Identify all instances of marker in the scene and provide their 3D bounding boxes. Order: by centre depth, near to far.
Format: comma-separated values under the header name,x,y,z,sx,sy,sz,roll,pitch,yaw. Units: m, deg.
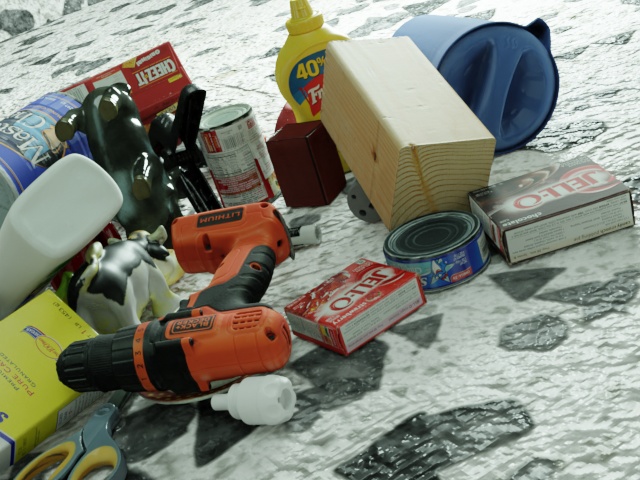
name,x,y,z,sx,sy,sz,roll,pitch,yaw
marker,-0.057,0.001,1.034,0.121,0.020,0.020,-8,25,23

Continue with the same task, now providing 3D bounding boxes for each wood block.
name,x,y,z,sx,sy,sz,roll,pitch,yaw
wood block,0.074,-0.103,0.988,0.090,0.091,0.206,-7,37,-16

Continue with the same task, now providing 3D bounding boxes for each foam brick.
name,x,y,z,sx,sy,sz,roll,pitch,yaw
foam brick,-0.014,-0.080,1.109,0.051,0.078,0.052,-5,24,30

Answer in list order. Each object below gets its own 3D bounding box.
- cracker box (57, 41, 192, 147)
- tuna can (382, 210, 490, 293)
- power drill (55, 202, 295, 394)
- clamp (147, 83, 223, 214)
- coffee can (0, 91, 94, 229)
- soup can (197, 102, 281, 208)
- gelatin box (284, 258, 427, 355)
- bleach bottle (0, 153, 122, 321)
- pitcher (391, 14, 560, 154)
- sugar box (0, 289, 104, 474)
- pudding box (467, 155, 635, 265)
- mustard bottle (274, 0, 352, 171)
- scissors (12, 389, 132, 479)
name,x,y,z,sx,sy,sz,roll,pitch,yaw
cracker box,-0.237,-0.144,1.301,0.164,0.072,0.214,-27,-8,-10
tuna can,0.096,0.008,0.885,0.086,0.034,0.086,-16,23,7
power drill,-0.102,0.048,0.846,0.184,0.057,0.187,-8,33,14
clamp,-0.147,-0.096,1.128,0.036,0.164,0.210,-16,22,-22
coffee can,-0.292,-0.074,1.060,0.103,0.103,0.140,-2,28,34
soup can,-0.090,-0.089,1.154,0.068,0.102,0.068,-16,23,7
gelatin box,0.028,0.050,0.847,0.089,0.030,0.073,-31,26,-27
bleach bottle,-0.266,0.016,0.986,0.102,0.068,0.251,-49,6,-34
pitcher,0.143,-0.173,1.156,0.149,0.145,0.243,-9,18,-10
sugar box,-0.248,0.120,0.825,0.093,0.048,0.175,38,48,15
pudding box,0.190,-0.027,0.886,0.113,0.039,0.090,-20,24,-2
mustard bottle,0.004,-0.169,1.147,0.096,0.191,0.058,-21,23,-6
scissors,-0.152,0.140,0.802,0.096,0.016,0.201,1,30,35
